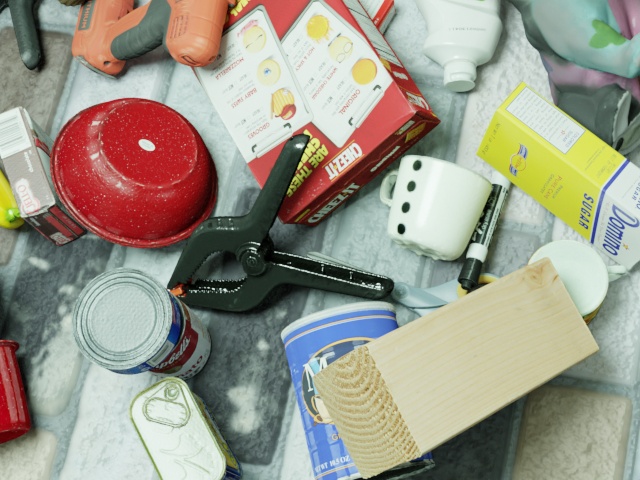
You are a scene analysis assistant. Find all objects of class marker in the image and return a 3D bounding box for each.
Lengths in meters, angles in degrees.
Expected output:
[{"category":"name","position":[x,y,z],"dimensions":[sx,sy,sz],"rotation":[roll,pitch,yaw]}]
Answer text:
[{"category":"marker","position":[0.149,-0.009,0.971],"dimensions":[0.020,0.020,0.121],"rotation":[16,67,13]}]

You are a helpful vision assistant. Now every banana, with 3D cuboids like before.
[{"category":"banana","position":[-0.334,-0.076,1.052],"dimensions":[0.037,0.070,0.198],"rotation":[-19,59,-36]}]

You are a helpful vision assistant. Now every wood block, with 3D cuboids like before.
[{"category":"wood block","position":[0.109,0.098,0.850],"dimensions":[0.205,0.090,0.091],"rotation":[-22,79,-35]}]

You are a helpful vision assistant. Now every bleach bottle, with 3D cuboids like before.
[{"category":"bleach bottle","position":[0.124,-0.267,1.042],"dimensions":[0.102,0.068,0.251],"rotation":[-1,75,6]}]

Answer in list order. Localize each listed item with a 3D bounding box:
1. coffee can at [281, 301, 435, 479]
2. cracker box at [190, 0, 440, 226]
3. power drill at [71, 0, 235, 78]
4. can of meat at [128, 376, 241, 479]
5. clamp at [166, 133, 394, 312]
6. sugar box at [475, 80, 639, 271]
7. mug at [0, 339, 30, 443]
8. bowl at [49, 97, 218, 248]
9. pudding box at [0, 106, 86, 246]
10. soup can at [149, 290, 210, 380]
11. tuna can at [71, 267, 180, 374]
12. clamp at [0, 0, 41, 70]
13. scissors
[{"category":"coffee can","position":[0.031,0.135,0.910],"dimensions":[0.103,0.103,0.140],"rotation":[-15,72,4]},{"category":"cracker box","position":[-0.013,-0.146,0.994],"dimensions":[0.164,0.072,0.214],"rotation":[-39,70,23]},{"category":"power drill","position":[-0.156,-0.242,1.032],"dimensions":[0.188,0.057,0.184],"rotation":[-9,65,42]},{"category":"can of meat","position":[-0.115,0.176,0.929],"dimensions":[0.057,0.084,0.102],"rotation":[-31,71,-2]},{"category":"clamp","position":[-0.056,0.001,0.956],"dimensions":[0.210,0.036,0.164],"rotation":[-15,109,24]},{"category":"sugar box","position":[0.224,-0.054,0.933],"dimensions":[0.176,0.093,0.048],"rotation":[41,73,12]},{"category":"mug","position":[-0.319,0.144,0.958],"dimensions":[0.093,0.117,0.081],"rotation":[-30,72,41]},{"category":"bowl","position":[-0.165,-0.076,0.991],"dimensions":[0.162,0.055,0.162],"rotation":[10,60,-18]},{"category":"pudding box","position":[-0.270,-0.060,1.023],"dimensions":[0.039,0.090,0.113],"rotation":[-22,70,-1]},{"category":"soup can","position":[-0.141,0.085,0.951],"dimensions":[0.068,0.102,0.068],"rotation":[-2,73,7]},{"category":"tuna can","position":[-0.160,0.068,0.886],"dimensions":[0.086,0.033,0.086],"rotation":[-3,73,8]},{"category":"clamp","position":[-0.319,-0.254,1.117],"dimensions":[0.120,0.039,0.171],"rotation":[20,81,13]},{"category":"scissors","position":[0.092,0.038,0.977],"dimensions":[0.202,0.016,0.096],"rotation":[39,80,17]}]
